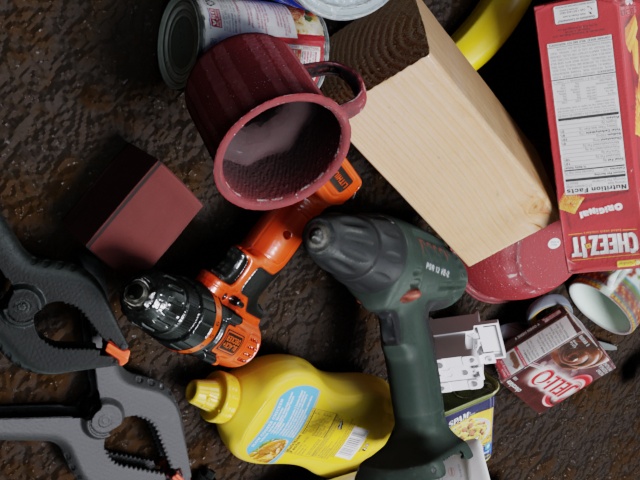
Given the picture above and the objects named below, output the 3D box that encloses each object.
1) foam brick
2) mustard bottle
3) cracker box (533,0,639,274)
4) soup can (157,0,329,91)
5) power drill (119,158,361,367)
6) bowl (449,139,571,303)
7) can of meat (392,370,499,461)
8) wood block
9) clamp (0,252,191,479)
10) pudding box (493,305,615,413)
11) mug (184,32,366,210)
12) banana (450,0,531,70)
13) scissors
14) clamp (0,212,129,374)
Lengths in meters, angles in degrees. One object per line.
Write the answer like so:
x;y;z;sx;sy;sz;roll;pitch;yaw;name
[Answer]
-0.132;-0.019;0.751;0.078;0.053;0.051;-50;128;-5;foam brick
-0.029;0.142;0.883;0.191;0.058;0.096;20;111;-38;mustard bottle
0.238;-0.096;0.879;0.164;0.072;0.214;-30;112;-63;cracker box
-0.054;-0.134;0.746;0.102;0.069;0.068;-1;109;-33;soup can
-0.055;0.001;0.772;0.187;0.057;0.184;-55;159;-3;power drill
0.197;-0.008;0.976;0.161;0.055;0.162;-13;116;-29;bowl
0.115;0.173;0.995;0.101;0.058;0.084;-17;120;-27;can of meat
0.094;-0.084;0.834;0.091;0.090;0.205;-30;131;21;wood block
-0.177;0.131;0.793;0.164;0.036;0.210;-41;122;-12;clamp
0.222;0.116;1.022;0.090;0.039;0.113;-35;141;13;pudding box
-0.028;-0.085;0.692;0.117;0.081;0.093;-24;141;-7;mug
0.141;-0.203;0.872;0.069;0.037;0.198;21;95;-20;banana
0.249;0.085;1.054;0.201;0.016;0.096;0;139;-33;scissors
-0.202;0.030;0.714;0.171;0.039;0.120;21;98;-22;clamp
